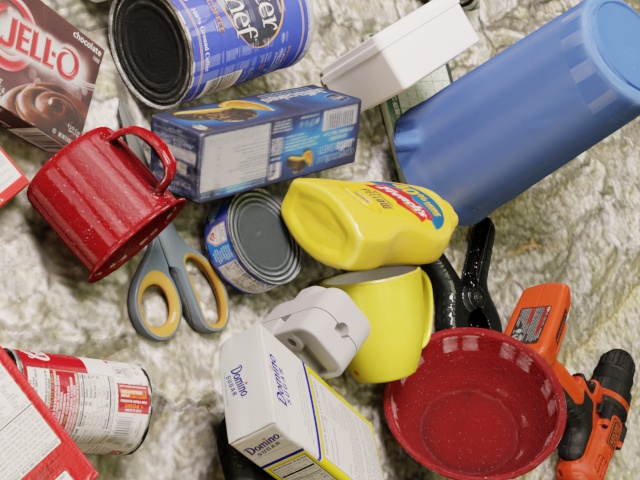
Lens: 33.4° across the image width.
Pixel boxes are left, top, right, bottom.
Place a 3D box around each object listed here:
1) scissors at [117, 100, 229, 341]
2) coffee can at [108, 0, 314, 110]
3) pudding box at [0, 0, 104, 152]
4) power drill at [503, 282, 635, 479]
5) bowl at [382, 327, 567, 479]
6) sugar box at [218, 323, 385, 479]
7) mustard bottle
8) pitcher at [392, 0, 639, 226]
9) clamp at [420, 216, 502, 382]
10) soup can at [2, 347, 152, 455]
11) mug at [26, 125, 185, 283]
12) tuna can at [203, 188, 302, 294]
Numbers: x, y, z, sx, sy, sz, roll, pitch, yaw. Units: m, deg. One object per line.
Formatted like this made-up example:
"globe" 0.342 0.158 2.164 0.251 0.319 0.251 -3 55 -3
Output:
"scissors" -0.140 -0.006 0.847 0.096 0.016 0.202 -36 99 -40
"coffee can" -0.089 -0.176 0.885 0.140 0.103 0.103 -28 94 -41
"pudding box" -0.215 -0.126 0.779 0.113 0.039 0.090 38 58 -56
"power drill" 0.258 0.134 1.081 0.187 0.057 0.184 55 45 -25
"bowl" 0.136 0.158 0.962 0.162 0.055 0.162 -1 49 1
"sugar box" -0.011 0.147 0.817 0.176 0.048 0.093 45 23 -41
"mustard bottle" 0.060 -0.016 0.939 0.191 0.058 0.096 -2 34 -49
"pitcher" 0.198 -0.117 0.984 0.145 0.243 0.149 50 47 -7
"clamp" 0.146 0.052 1.048 0.120 0.039 0.171 -14 88 -36
"soup can" -0.177 0.114 0.745 0.102 0.069 0.068 13 68 -36
"mug" -0.153 -0.036 0.779 0.081 0.117 0.093 48 30 1
"tuna can" -0.056 0.001 0.891 0.086 0.034 0.086 26 51 -39
